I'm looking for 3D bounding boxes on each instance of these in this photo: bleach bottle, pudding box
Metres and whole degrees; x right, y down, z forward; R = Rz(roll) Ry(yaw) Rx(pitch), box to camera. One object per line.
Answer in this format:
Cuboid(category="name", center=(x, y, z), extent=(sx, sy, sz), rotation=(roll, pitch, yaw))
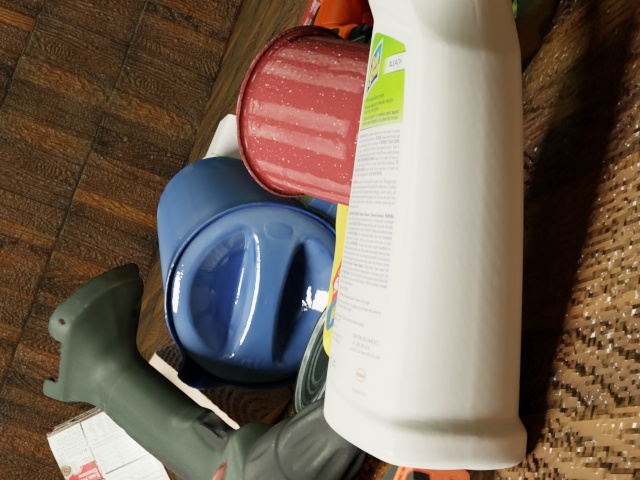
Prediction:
Cuboid(category="bleach bottle", center=(0.050, -0.040, 0.447), extent=(0.103, 0.068, 0.251), rotation=(-171, 86, -71))
Cuboid(category="pudding box", center=(-0.136, 0.170, 0.771), extent=(0.090, 0.113, 0.039), rotation=(-27, -1, 26))

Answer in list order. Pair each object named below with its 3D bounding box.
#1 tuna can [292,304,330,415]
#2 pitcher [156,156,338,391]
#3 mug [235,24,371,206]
Cuboid(category="tuna can", center=(0.013, 0.077, 0.660), extent=(0.086, 0.033, 0.086), rotation=(-160, 90, -78))
Cuboid(category="pitcher", center=(-0.055, 0.001, 0.815), extent=(0.243, 0.149, 0.145), rotation=(-129, 30, -70))
Cuboid(category="mug", center=(0.026, -0.065, 0.551), extent=(0.117, 0.093, 0.082), rotation=(-35, 36, -31))
